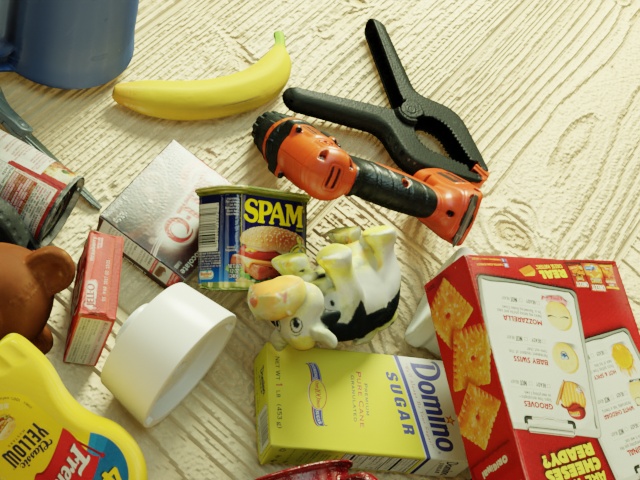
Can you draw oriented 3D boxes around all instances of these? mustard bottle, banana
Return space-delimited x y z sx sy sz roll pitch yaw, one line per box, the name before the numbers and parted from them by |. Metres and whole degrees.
mustard bottle | -0.181 0.162 0.755 0.191 0.058 0.096 45 84 -9
banana | -0.097 -0.145 1.008 0.197 0.037 0.070 -24 54 -32

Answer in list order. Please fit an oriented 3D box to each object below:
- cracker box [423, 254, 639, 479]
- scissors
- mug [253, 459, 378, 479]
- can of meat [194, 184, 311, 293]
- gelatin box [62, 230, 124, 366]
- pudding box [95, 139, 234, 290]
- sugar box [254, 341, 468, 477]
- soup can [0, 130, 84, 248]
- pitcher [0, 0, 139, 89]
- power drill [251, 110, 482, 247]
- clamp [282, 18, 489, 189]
cracker box | 0.186 0.121 0.852 0.163 0.072 0.214 3 63 -29
scissors | -0.269 -0.100 0.896 0.202 0.016 0.096 49 16 12
mug | 0.000 0.210 0.784 0.093 0.117 0.081 23 48 -59
can of meat | -0.056 0.001 0.890 0.101 0.058 0.084 6 83 -47
gelatin box | -0.176 0.046 0.825 0.030 0.089 0.073 10 57 -16
pudding box | -0.125 -0.021 0.916 0.090 0.039 0.113 36 55 1
sugar box | 0.035 0.140 0.877 0.176 0.048 0.093 6 57 -16
soup can | -0.253 -0.047 0.865 0.102 0.069 0.068 29 54 -2
pitcher | -0.214 -0.249 0.894 0.145 0.243 0.149 8 52 -13
power drill | 0.037 -0.059 0.960 0.187 0.057 0.185 16 14 -24
clamp | 0.073 -0.117 1.054 0.210 0.036 0.164 46 55 9
